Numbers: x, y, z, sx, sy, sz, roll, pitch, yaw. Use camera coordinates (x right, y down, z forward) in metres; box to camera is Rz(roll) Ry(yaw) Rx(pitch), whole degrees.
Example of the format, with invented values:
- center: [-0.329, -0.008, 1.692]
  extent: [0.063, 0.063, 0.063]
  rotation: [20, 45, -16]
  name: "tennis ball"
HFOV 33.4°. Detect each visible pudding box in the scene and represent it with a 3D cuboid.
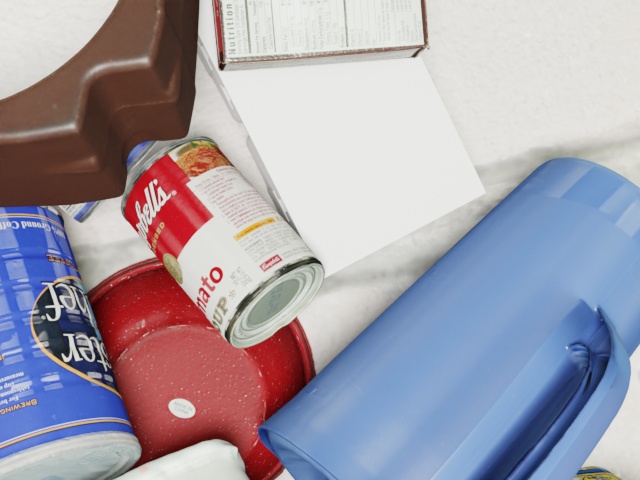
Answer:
- center: [-0.002, -0.139, 0.562]
  extent: [0.113, 0.039, 0.090]
  rotation: [-5, 94, -6]
  name: "pudding box"

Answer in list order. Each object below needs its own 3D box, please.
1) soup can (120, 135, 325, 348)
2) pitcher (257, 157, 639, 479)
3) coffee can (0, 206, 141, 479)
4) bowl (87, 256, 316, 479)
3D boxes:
- center: [-0.054, 0.001, 0.589]
  extent: [0.068, 0.068, 0.102]
  rotation: [-40, 68, -5]
  name: "soup can"
- center: [0.097, 0.069, 0.582]
  extent: [0.149, 0.145, 0.242]
  rotation: [37, 71, 24]
  name: "pitcher"
- center: [-0.163, 0.063, 0.554]
  extent: [0.102, 0.103, 0.140]
  rotation: [-21, 69, -7]
  name: "coffee can"
- center: [-0.079, 0.090, 0.618]
  extent: [0.162, 0.055, 0.162]
  rotation: [0, 93, -8]
  name: "bowl"
